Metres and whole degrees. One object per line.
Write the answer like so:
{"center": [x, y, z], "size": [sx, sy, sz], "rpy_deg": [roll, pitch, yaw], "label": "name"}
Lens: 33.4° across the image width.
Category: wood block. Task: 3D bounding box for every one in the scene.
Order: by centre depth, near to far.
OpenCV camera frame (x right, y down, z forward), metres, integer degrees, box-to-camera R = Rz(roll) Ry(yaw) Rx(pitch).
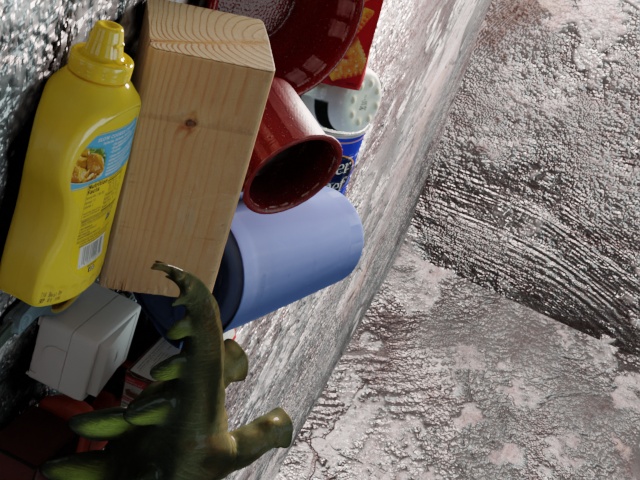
{"center": [-0.107, -0.065, 0.813], "size": [0.090, 0.090, 0.206], "rpy_deg": [-105, -152, -53], "label": "wood block"}

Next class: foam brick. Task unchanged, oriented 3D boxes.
{"center": [-0.244, 0.182, 0.889], "size": [0.078, 0.051, 0.053], "rpy_deg": [-43, 155, -69], "label": "foam brick"}

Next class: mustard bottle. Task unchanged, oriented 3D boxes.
{"center": [-0.161, -0.055, 0.712], "size": [0.096, 0.058, 0.192], "rpy_deg": [-44, 157, -61], "label": "mustard bottle"}

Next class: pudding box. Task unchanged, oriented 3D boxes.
{"center": [-0.152, 0.141, 1.013], "size": [0.113, 0.039, 0.090], "rpy_deg": [-54, 159, -64], "label": "pudding box"}

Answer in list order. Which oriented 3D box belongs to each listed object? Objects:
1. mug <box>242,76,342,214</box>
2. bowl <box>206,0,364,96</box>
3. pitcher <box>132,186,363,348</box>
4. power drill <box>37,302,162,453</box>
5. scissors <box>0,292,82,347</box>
{"center": [-0.033, -0.082, 0.902], "size": [0.117, 0.081, 0.093], "rpy_deg": [4, 135, -49], "label": "mug"}
{"center": [-0.040, -0.202, 0.909], "size": [0.161, 0.055, 0.162], "rpy_deg": [-22, 130, -29], "label": "bowl"}
{"center": [-0.057, 0.001, 1.034], "size": [0.149, 0.145, 0.242], "rpy_deg": [-24, 176, 33], "label": "pitcher"}
{"center": [-0.204, 0.148, 1.016], "size": [0.187, 0.057, 0.184], "rpy_deg": [-43, 153, -66], "label": "power drill"}
{"center": [-0.216, 0.040, 0.787], "size": [0.201, 0.016, 0.096], "rpy_deg": [-47, 158, -66], "label": "scissors"}
